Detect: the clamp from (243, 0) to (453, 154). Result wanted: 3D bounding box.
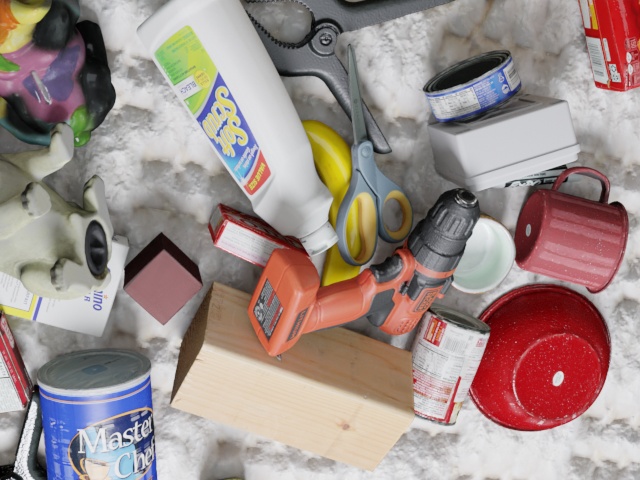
[{"bbox_3d":[0.004,-0.174,0.970,0.209,0.036,0.165,12,104,-12],"label":"clamp"}]

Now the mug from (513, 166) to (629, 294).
[{"bbox_3d":[0.240,-0.014,1.024,0.081,0.093,0.117,14,97,-8],"label":"mug"}]

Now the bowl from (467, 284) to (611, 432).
[{"bbox_3d":[0.227,0.128,1.073,0.162,0.055,0.162,-2,105,-9],"label":"bowl"}]

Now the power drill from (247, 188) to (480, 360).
[{"bbox_3d":[0.040,0.031,0.940,0.187,0.057,0.185,-9,142,-30],"label":"power drill"}]

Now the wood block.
[{"bbox_3d":[-0.025,0.129,0.997,0.206,0.090,0.091,21,126,-14],"label":"wood block"}]

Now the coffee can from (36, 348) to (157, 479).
[{"bbox_3d":[-0.204,0.183,0.987,0.102,0.103,0.140,-4,104,-9],"label":"coffee can"}]

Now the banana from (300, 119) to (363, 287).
[{"bbox_3d":[0.011,-0.033,1.007,0.069,0.037,0.198,-15,106,1],"label":"banana"}]

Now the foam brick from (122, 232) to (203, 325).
[{"bbox_3d":[-0.144,0.034,0.974,0.053,0.078,0.051,-44,105,2],"label":"foam brick"}]

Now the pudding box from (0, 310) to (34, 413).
[{"bbox_3d":[-0.327,0.115,0.961,0.113,0.039,0.090,-9,117,6],"label":"pudding box"}]

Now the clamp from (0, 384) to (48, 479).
[{"bbox_3d":[-0.290,0.220,1.016,0.120,0.039,0.171,-23,110,2],"label":"clamp"}]

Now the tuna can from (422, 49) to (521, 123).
[{"bbox_3d":[0.139,-0.141,0.976,0.086,0.086,0.033,-27,108,-3],"label":"tuna can"}]

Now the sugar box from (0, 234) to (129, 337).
[{"bbox_3d":[-0.270,0.020,0.966,0.176,0.048,0.093,17,99,-17],"label":"sugar box"}]

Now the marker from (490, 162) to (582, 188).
[{"bbox_3d":[0.195,-0.061,1.040,0.121,0.020,0.020,-6,105,-8],"label":"marker"}]

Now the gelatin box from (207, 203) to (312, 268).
[{"bbox_3d":[-0.056,0.001,0.983,0.089,0.073,0.030,24,99,-15],"label":"gelatin box"}]

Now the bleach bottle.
[{"bbox_3d":[-0.056,-0.101,0.930,0.068,0.103,0.251,-39,102,-38],"label":"bleach bottle"}]

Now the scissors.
[{"bbox_3d":[0.053,-0.076,0.982,0.096,0.016,0.202,-3,103,-38],"label":"scissors"}]

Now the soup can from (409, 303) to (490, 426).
[{"bbox_3d":[0.118,0.121,1.046,0.068,0.068,0.102,17,100,-14],"label":"soup can"}]
